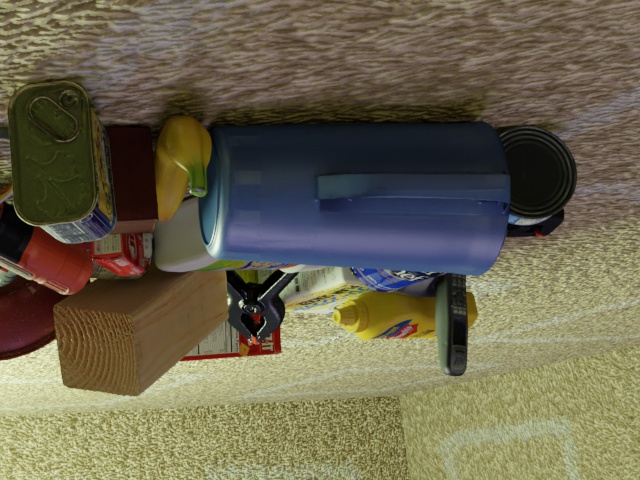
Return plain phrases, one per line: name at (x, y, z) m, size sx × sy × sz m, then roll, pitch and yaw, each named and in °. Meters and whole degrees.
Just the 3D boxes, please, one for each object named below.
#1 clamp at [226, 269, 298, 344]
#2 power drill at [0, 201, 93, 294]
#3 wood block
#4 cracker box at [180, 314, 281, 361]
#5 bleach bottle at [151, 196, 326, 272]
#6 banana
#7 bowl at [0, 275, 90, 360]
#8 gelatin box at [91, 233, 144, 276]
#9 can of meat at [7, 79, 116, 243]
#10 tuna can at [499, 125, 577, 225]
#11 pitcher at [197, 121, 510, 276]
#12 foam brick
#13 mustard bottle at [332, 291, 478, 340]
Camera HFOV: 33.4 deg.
clamp at (-0.093, 0.066, 1.312) m, size 0.120 × 0.039 × 0.172 m, roll 15°, pitch 137°, yaw 2°
power drill at (-0.322, 0.003, 0.967) m, size 0.184 × 0.057 × 0.188 m, roll 34°, pitch 152°, yaw -31°
wood block at (-0.182, 0.077, 1.124) m, size 0.091 × 0.090 × 0.205 m, roll 4°, pitch -161°, yaw 20°
cracker box at (-0.183, 0.132, 1.563) m, size 0.213 × 0.072 × 0.164 m, roll -3°, pitch -178°, yaw -20°
bleach bottle at (-0.058, 0.001, 1.149) m, size 0.103 × 0.068 × 0.250 m, roll -17°, pitch 166°, yaw 39°
banana at (-0.114, -0.059, 0.844) m, size 0.037 × 0.069 × 0.198 m, roll 13°, pitch 173°, yaw -13°
bowl at (-0.325, 0.050, 1.112) m, size 0.162 × 0.162 × 0.055 m, roll -8°, pitch 130°, yaw 5°
gelatin box at (-0.178, -0.019, 0.936) m, size 0.030 × 0.089 × 0.073 m, roll -7°, pitch 167°, yaw 3°
can of meat at (-0.182, -0.053, 0.765) m, size 0.057 × 0.102 × 0.084 m, roll -7°, pitch 169°, yaw 0°
tuna can at (0.184, -0.057, 0.957) m, size 0.086 × 0.086 × 0.034 m, roll -5°, pitch 169°, yaw -7°
pitcher at (0.029, -0.038, 0.878) m, size 0.242 × 0.145 × 0.149 m, roll 0°, pitch 134°, yaw -16°
foam brick at (-0.160, -0.047, 0.851) m, size 0.051 × 0.078 × 0.053 m, roll -4°, pitch 169°, yaw -14°
mustard bottle at (0.098, 0.094, 1.337) m, size 0.191 × 0.058 × 0.096 m, roll 2°, pitch 159°, yaw -34°
